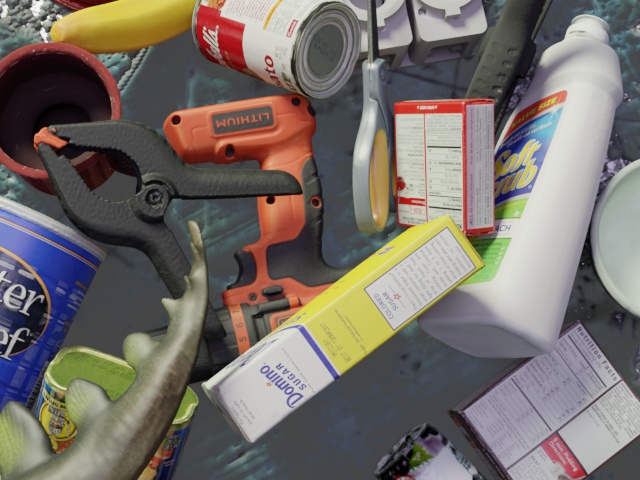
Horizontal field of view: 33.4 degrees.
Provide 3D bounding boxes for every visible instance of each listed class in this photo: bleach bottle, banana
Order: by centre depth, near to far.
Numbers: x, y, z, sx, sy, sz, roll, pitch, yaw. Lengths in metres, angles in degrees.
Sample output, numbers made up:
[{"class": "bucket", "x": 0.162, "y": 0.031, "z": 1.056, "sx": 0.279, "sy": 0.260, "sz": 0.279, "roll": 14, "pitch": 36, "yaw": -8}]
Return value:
[{"class": "bleach bottle", "x": 0.151, "y": -0.044, "z": 0.749, "sx": 0.068, "sy": 0.103, "sz": 0.250, "roll": 29, "pitch": 70, "yaw": -23}, {"class": "banana", "x": -0.102, "y": -0.178, "z": 0.759, "sx": 0.197, "sy": 0.069, "sz": 0.037, "roll": -37, "pitch": 58, "yaw": -16}]

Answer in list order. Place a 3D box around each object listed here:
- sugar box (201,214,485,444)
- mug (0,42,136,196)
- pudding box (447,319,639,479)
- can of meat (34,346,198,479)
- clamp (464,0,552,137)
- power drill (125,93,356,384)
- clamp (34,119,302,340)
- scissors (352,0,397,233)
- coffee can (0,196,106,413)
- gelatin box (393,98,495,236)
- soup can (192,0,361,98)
[{"class": "sugar box", "x": 0.010, "y": 0.053, "z": 0.661, "sx": 0.176, "sy": 0.093, "sz": 0.048, "roll": -34, "pitch": 91, "yaw": -12}, {"class": "mug", "x": -0.167, "y": -0.073, "z": 0.729, "sx": 0.117, "sy": 0.081, "sz": 0.093, "roll": 22, "pitch": 78, "yaw": 0}, {"class": "pudding box", "x": 0.160, "y": 0.122, "z": 0.739, "sx": 0.113, "sy": 0.039, "sz": 0.090, "roll": -34, "pitch": 83, "yaw": -12}, {"class": "can of meat", "x": -0.136, "y": 0.125, "z": 0.687, "sx": 0.102, "sy": 0.057, "sz": 0.084, "roll": 20, "pitch": 114, "yaw": 0}, {"class": "clamp", "x": 0.132, "y": -0.137, "z": 0.738, "sx": 0.036, "sy": 0.164, "sz": 0.210, "roll": 23, "pitch": 88, "yaw": 10}, {"class": "power drill", "x": -0.055, "y": 0.001, "z": 0.738, "sx": 0.184, "sy": 0.057, "sz": 0.187, "roll": -11, "pitch": 83, "yaw": -10}, {"class": "clamp", "x": -0.097, "y": -0.031, "z": 0.680, "sx": 0.171, "sy": 0.039, "sz": 0.120, "roll": 40, "pitch": 72, "yaw": -14}, {"class": "scissors", "x": 0.044, "y": -0.104, "z": 0.740, "sx": 0.016, "sy": 0.096, "sz": 0.202, "roll": 1, "pitch": 85, "yaw": 22}, {"class": "coffee can", "x": -0.215, "y": 0.050, "z": 0.692, "sx": 0.103, "sy": 0.103, "sz": 0.140, "roll": 23, "pitch": 79, "yaw": 0}, {"class": "gelatin box", "x": 0.083, "y": -0.049, "z": 0.715, "sx": 0.030, "sy": 0.073, "sz": 0.089, "roll": -7, "pitch": 99, "yaw": -33}, {"class": "soup can", "x": -0.030, "y": -0.143, "z": 0.737, "sx": 0.102, "sy": 0.068, "sz": 0.068, "roll": 26, "pitch": 76, "yaw": 37}]
